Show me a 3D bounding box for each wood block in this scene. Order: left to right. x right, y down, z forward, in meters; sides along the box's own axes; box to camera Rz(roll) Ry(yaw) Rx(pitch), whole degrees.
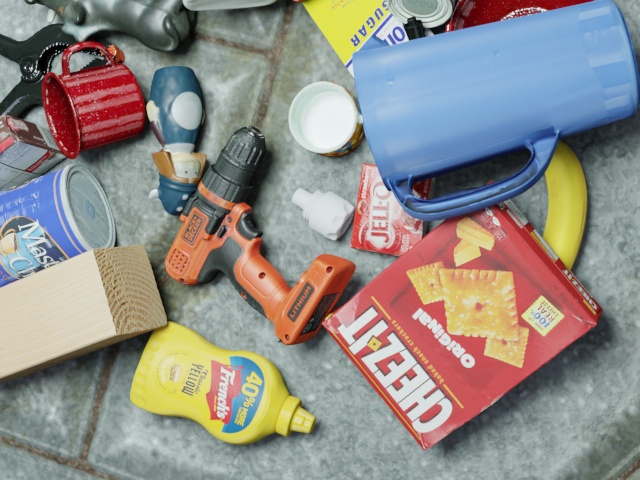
[{"bbox_3d":[-0.276,0.080,1.117,0.206,0.090,0.091,-21,84,26],"label":"wood block"}]

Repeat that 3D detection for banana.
[{"bbox_3d":[0.226,-0.015,1.049,0.070,0.037,0.198,3,88,33],"label":"banana"}]

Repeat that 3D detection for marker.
[{"bbox_3d":[0.105,-0.164,1.054,0.020,0.020,0.121,-12,121,13],"label":"marker"}]

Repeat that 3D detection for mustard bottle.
[{"bbox_3d":[-0.096,0.158,1.109,0.192,0.058,0.096,19,82,13],"label":"mustard bottle"}]

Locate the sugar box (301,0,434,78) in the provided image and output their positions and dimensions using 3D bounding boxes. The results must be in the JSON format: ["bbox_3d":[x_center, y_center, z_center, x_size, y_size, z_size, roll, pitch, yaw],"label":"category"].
[{"bbox_3d":[0.041,-0.237,1.092,0.093,0.048,0.176,-36,80,10],"label":"sugar box"}]

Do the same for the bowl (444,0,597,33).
[{"bbox_3d":[0.204,-0.191,1.045,0.162,0.055,0.162,0,89,14],"label":"bowl"}]

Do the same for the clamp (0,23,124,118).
[{"bbox_3d":[-0.320,-0.176,1.183,0.210,0.036,0.164,-3,87,11],"label":"clamp"}]

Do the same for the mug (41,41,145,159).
[{"bbox_3d":[-0.238,-0.151,1.121,0.093,0.081,0.117,25,128,52],"label":"mug"}]

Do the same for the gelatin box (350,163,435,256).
[{"bbox_3d":[0.073,-0.029,1.087,0.073,0.030,0.089,10,91,14],"label":"gelatin box"}]

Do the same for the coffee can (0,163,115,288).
[{"bbox_3d":[-0.306,-0.012,1.142,0.140,0.102,0.103,-18,84,13],"label":"coffee can"}]

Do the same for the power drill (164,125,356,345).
[{"bbox_3d":[-0.057,0.001,1.082,0.188,0.057,0.185,38,112,23],"label":"power drill"}]

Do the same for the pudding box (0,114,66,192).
[{"bbox_3d":[-0.337,-0.088,1.146,0.090,0.113,0.039,-34,78,10],"label":"pudding box"}]

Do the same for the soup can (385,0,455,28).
[{"bbox_3d":[0.105,-0.268,1.042,0.068,0.068,0.102,8,62,14],"label":"soup can"}]

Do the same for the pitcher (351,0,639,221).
[{"bbox_3d":[0.158,-0.125,0.963,0.243,0.145,0.149,-13,116,11],"label":"pitcher"}]

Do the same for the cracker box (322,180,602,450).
[{"bbox_3d":[0.133,0.073,1.024,0.214,0.072,0.164,-41,84,21],"label":"cracker box"}]
